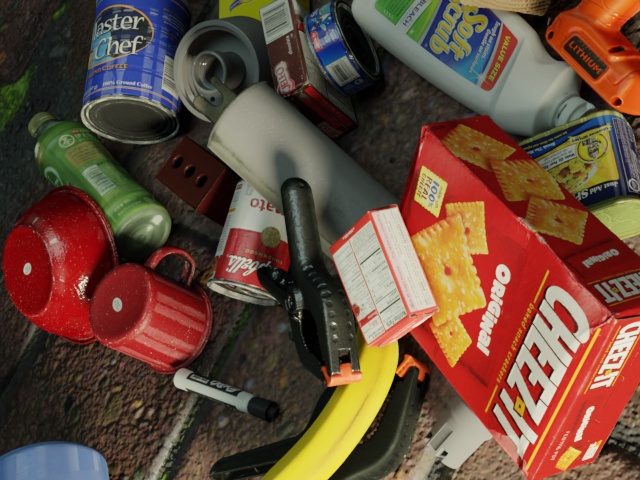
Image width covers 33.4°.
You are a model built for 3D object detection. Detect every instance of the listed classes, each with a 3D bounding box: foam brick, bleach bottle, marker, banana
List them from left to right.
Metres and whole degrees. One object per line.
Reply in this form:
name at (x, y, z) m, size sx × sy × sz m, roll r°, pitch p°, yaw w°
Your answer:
foam brick at (-0.113, -0.058, 1.044) m, size 0.078 × 0.051 × 0.053 m, roll 36°, pitch 92°, yaw 40°
marker at (-0.084, 0.139, 0.958) m, size 0.121 × 0.020 × 0.020 m, roll 13°, pitch 78°, yaw 38°
banana at (0.011, 0.137, 0.837) m, size 0.197 × 0.037 × 0.070 m, roll -59°, pitch 27°, yaw -11°
bleach bottle at (0.139, -0.166, 0.910) m, size 0.102 × 0.068 × 0.251 m, roll -49°, pitch 54°, yaw 2°

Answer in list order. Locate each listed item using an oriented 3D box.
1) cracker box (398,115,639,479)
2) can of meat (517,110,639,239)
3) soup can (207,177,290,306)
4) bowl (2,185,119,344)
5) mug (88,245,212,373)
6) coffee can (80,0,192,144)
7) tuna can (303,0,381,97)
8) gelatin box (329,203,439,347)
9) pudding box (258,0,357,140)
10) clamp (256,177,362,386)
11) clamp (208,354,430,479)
cracker box at (0.133, 0.038, 0.764) m, size 0.214 × 0.072 × 0.164 m, roll 53°, pitch 142°, yaw 38°
can of meat at (0.196, -0.042, 0.817) m, size 0.102 × 0.057 × 0.084 m, roll -20°, pitch 58°, yaw 27°
soup can at (-0.056, 0.001, 0.968) m, size 0.069 × 0.068 × 0.102 m, roll 5°, pitch 73°, yaw 36°
bowl at (-0.268, 0.028, 1.061) m, size 0.162 × 0.055 × 0.162 m, roll 7°, pitch 101°, yaw 43°
mug at (-0.157, 0.060, 1.003) m, size 0.093 × 0.081 × 0.117 m, roll 23°, pitch 84°, yaw 39°
coffee can at (-0.192, -0.187, 1.125) m, size 0.103 × 0.102 × 0.140 m, roll -11°, pitch 64°, yaw 31°
tuna can at (0.021, -0.177, 0.981) m, size 0.034 × 0.086 × 0.086 m, roll -25°, pitch 57°, yaw 22°
gelatin box at (0.047, 0.028, 0.806) m, size 0.073 × 0.030 × 0.089 m, roll -45°, pitch 62°, yaw 57°
pudding box at (-0.011, -0.161, 0.994) m, size 0.039 × 0.090 × 0.113 m, roll -24°, pitch 57°, yaw 23°
clamp at (-0.012, 0.049, 0.851) m, size 0.039 × 0.120 × 0.171 m, roll -6°, pitch 58°, yaw -17°
clamp at (0.004, 0.171, 0.870) m, size 0.165 × 0.036 × 0.210 m, roll 37°, pitch 90°, yaw 41°
